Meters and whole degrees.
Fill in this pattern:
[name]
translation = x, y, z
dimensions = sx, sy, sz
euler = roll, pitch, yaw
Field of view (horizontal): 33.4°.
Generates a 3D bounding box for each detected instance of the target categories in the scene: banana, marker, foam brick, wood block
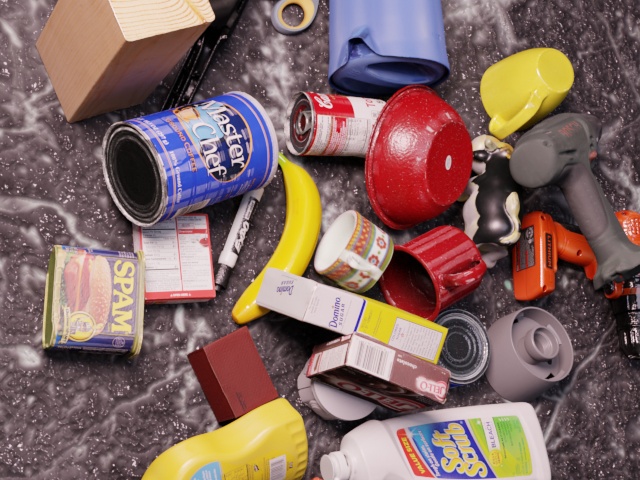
[banana]
translation = -0.038, 0.001, 1.116
dimensions = 0.069, 0.037, 0.197
euler = 9, 67, 7
[marker]
translation = -0.087, -0.003, 1.095
dimensions = 0.020, 0.020, 0.121
euler = 26, 70, -19
[foam brick]
translation = -0.087, 0.132, 1.046
dimensions = 0.052, 0.051, 0.078
euler = -23, 88, -29
[wood block]
translation = -0.187, -0.194, 0.991
dimensions = 0.090, 0.206, 0.091
euler = -21, 86, -30

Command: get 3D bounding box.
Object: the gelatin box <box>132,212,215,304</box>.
[gelatin box]
translation = -0.146, 0.017, 1.058
dimensions = 0.073, 0.030, 0.089
euler = -1, 77, -26

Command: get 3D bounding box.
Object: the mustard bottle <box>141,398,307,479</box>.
[mustard bottle]
translation = -0.105, 0.222, 0.995
dimensions = 0.191, 0.096, 0.058
euler = -20, 42, -28

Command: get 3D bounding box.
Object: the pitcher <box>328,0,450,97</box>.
[pitcher]
translation = 0.074, -0.286, 1.190
dimensions = 0.144, 0.149, 0.243
euler = 1, 79, -15

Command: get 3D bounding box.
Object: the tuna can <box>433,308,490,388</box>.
[tuna can]
translation = 0.144, 0.119, 1.175
dimensions = 0.086, 0.034, 0.086
euler = 7, 74, -25

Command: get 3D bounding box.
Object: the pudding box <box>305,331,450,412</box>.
[pudding box]
translation = 0.056, 0.130, 1.035
dimensions = 0.113, 0.090, 0.039
euler = 26, 65, -18

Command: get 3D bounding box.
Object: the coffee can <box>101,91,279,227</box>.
[coffee can]
translation = -0.126, -0.081, 1.039
dimensions = 0.140, 0.103, 0.103
euler = -22, 87, -39

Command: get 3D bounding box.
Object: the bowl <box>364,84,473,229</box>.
[bowl]
translation = 0.118, -0.087, 1.160
dimensions = 0.161, 0.055, 0.162
euler = -16, 112, -47

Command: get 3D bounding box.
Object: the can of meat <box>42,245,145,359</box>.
[can of meat]
translation = -0.213, 0.056, 1.000
dimensions = 0.083, 0.058, 0.102
euler = 6, 73, -22

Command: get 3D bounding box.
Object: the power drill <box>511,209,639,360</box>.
[power drill]
translation = 0.317, 0.045, 1.269
dimensions = 0.187, 0.057, 0.184
euler = 9, 69, -27

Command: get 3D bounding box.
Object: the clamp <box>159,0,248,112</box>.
[clamp]
translation = -0.111, -0.217, 1.100
dimensions = 0.036, 0.165, 0.209
euler = 26, 43, -2

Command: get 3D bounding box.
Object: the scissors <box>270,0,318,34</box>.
[scissors]
translation = 0.009, -0.287, 1.224
dimensions = 0.201, 0.016, 0.096
euler = -11, 84, -29

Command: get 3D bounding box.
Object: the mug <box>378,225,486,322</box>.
[mug]
translation = 0.129, 0.033, 1.146
dimensions = 0.081, 0.117, 0.093
euler = -26, 101, -34

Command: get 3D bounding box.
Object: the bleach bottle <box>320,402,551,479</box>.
[bleach bottle]
translation = 0.117, 0.229, 1.110
dimensions = 0.250, 0.068, 0.102
euler = -2, 73, -29

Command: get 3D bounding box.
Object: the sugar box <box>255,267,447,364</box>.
[sugar box]
translation = 0.033, 0.075, 1.074
dimensions = 0.176, 0.093, 0.048
euler = 24, 85, -34

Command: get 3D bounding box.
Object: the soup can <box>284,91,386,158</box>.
[soup can]
translation = 0.021, -0.123, 1.156
dimensions = 0.102, 0.069, 0.068
euler = 2, 76, -27
